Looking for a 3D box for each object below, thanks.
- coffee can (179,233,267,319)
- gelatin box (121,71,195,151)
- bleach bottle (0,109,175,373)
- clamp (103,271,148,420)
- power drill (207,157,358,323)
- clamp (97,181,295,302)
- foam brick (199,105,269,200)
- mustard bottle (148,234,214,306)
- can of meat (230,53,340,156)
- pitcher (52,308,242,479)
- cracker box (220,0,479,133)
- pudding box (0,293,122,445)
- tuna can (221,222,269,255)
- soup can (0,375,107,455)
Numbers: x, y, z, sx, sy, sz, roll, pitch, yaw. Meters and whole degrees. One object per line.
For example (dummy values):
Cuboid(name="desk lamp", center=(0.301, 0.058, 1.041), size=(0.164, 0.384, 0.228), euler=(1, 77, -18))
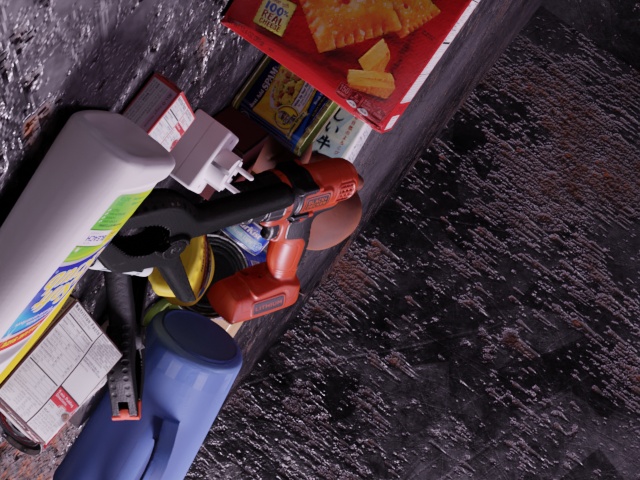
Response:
Cuboid(name="coffee can", center=(-0.118, 0.048, 1.328), size=(0.103, 0.103, 0.140), euler=(-54, 168, 4))
Cuboid(name="gelatin box", center=(-0.140, -0.083, 0.846), size=(0.089, 0.030, 0.073), euler=(-53, 172, -6))
Cuboid(name="bleach bottle", center=(-0.210, 0.024, 0.773), size=(0.251, 0.068, 0.102), euler=(-52, 174, 12))
Cuboid(name="clamp", center=(-0.191, 0.089, 1.062), size=(0.120, 0.039, 0.171), euler=(-12, 103, -82))
Cuboid(name="power drill", center=(-0.057, 0.001, 1.110), size=(0.184, 0.057, 0.188), euler=(-15, 143, -39))
Cuboid(name="clamp", center=(-0.125, -0.011, 0.941), size=(0.165, 0.036, 0.209), euler=(-41, 153, 17))
Cuboid(name="foam brick", center=(-0.096, -0.083, 1.065), size=(0.051, 0.053, 0.078), euler=(-46, 171, -50))
Cuboid(name="mustard bottle", center=(-0.148, 0.021, 1.155), size=(0.191, 0.058, 0.096), euler=(95, -3, -80))
Cuboid(name="can of meat", center=(-0.027, -0.148, 1.081), size=(0.102, 0.084, 0.057), euler=(-54, 173, 2))
Cuboid(name="pitcher", center=(-0.183, 0.203, 1.159), size=(0.144, 0.149, 0.243), euler=(-3, 128, -58))
Cuboid(name="cracker box", center=(0.046, -0.219, 0.862), size=(0.214, 0.164, 0.072), euler=(-55, 176, 17))
Cuboid(name="pudding box", center=(-0.241, 0.112, 0.950), size=(0.113, 0.039, 0.090), euler=(-52, 138, -24))
Cuboid(name="tuna can", center=(-0.096, -0.021, 1.253), size=(0.034, 0.086, 0.086), euler=(-49, 174, 3))
Cuboid(name="soup can", center=(-0.262, 0.148, 1.031), size=(0.102, 0.068, 0.069), euler=(-49, 172, -39))
